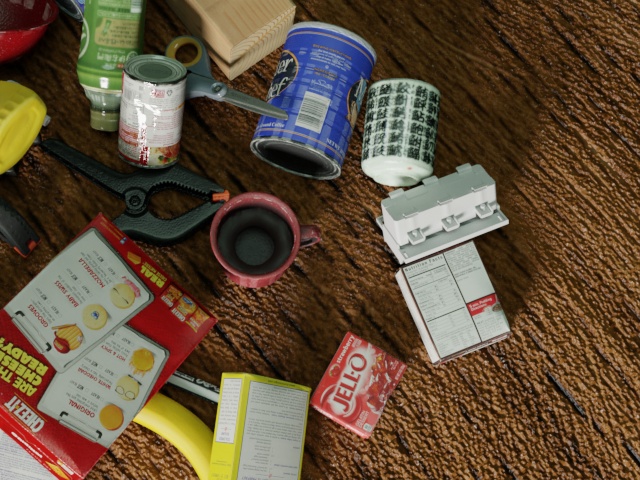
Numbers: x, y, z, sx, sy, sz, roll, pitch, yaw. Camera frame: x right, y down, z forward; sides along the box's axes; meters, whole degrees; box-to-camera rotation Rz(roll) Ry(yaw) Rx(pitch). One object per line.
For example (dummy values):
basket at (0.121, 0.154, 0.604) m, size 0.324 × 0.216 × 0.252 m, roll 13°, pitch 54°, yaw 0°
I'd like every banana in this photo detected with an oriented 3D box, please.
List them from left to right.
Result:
banana at (-0.149, 0.204, 1.088) m, size 0.198 × 0.037 × 0.069 m, roll 46°, pitch 62°, yaw 5°

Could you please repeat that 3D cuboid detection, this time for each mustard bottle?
mustard bottle at (-0.389, -0.144, 1.130) m, size 0.192 × 0.058 × 0.096 m, roll 25°, pitch 75°, yaw 22°

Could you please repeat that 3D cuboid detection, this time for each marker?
marker at (-0.116, 0.159, 1.116) m, size 0.121 × 0.020 × 0.020 m, roll 23°, pitch 76°, yaw 1°

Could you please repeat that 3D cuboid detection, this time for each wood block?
wood block at (-0.129, -0.296, 1.189) m, size 0.090 × 0.090 × 0.206 m, roll -37°, pitch 82°, yaw -13°

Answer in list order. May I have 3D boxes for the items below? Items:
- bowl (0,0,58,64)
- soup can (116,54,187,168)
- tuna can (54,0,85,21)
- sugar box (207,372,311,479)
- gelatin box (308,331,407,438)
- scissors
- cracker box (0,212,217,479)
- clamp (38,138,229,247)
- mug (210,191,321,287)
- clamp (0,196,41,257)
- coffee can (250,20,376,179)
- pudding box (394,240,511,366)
bowl at (-0.365, -0.231, 1.147) m, size 0.162 × 0.162 × 0.055 m, roll 8°, pitch 121°, yaw -5°
soup can at (-0.178, -0.136, 1.129) m, size 0.068 × 0.102 × 0.068 m, roll 7°, pitch 33°, yaw -5°
tuna can at (-0.281, -0.283, 1.175) m, size 0.086 × 0.086 × 0.033 m, roll 39°, pitch 78°, yaw 5°
sugar box at (-0.065, 0.226, 1.070) m, size 0.093 × 0.048 × 0.176 m, roll 18°, pitch 76°, yaw -39°
gelatin box at (0.039, 0.152, 1.125) m, size 0.073 × 0.030 × 0.089 m, roll 30°, pitch 76°, yaw 3°
scissors at (-0.109, -0.178, 1.155) m, size 0.202 × 0.016 × 0.096 m, roll 8°, pitch 67°, yaw 26°
cracker box at (-0.231, 0.103, 1.040) m, size 0.164 × 0.072 × 0.213 m, roll 43°, pitch 57°, yaw -5°
clamp at (-0.205, -0.046, 1.150) m, size 0.210 × 0.036 × 0.164 m, roll -11°, pitch 77°, yaw -6°
mug at (-0.057, 0.001, 1.127) m, size 0.117 × 0.081 × 0.093 m, roll -11°, pitch 78°, yaw -7°
clamp at (-0.351, -0.047, 1.090) m, size 0.171 × 0.120 × 0.039 m, roll 43°, pitch 78°, yaw -22°
coffee can at (-0.007, -0.151, 1.157) m, size 0.103 × 0.103 × 0.140 m, roll 17°, pitch 76°, yaw -1°
pudding box at (0.143, 0.067, 1.151) m, size 0.090 × 0.039 × 0.113 m, roll -20°, pitch 77°, yaw -9°
